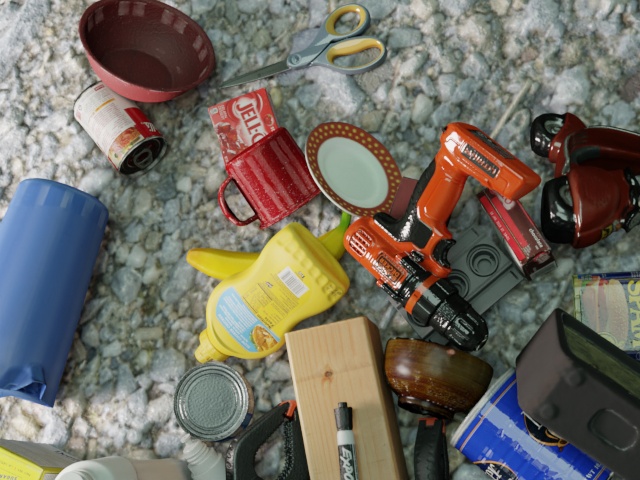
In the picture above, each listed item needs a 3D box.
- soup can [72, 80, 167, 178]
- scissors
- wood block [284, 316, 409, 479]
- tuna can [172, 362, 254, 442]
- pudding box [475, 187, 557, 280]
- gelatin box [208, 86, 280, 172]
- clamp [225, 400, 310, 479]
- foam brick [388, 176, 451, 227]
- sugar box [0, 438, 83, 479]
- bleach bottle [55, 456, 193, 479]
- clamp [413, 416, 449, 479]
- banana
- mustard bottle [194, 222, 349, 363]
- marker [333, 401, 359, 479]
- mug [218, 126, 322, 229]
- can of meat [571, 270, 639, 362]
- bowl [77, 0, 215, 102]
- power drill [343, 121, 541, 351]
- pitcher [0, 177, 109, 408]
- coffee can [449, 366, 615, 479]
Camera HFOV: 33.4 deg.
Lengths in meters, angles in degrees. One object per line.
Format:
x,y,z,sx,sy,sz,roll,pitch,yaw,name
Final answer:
-0.236,-0.132,1.254,0.068,0.068,0.102,-40,72,0,soup can
-0.021,-0.230,1.262,0.202,0.016,0.096,-2,74,11,scissors
0.032,0.193,1.109,0.091,0.090,0.206,-13,74,9,wood block
-0.116,0.178,1.171,0.086,0.033,0.086,-3,76,11,tuna can
0.205,-0.009,1.111,0.039,0.113,0.090,-31,73,6,pudding box
-0.083,-0.125,1.241,0.073,0.030,0.089,-19,74,6,gelatin box
-0.057,0.273,1.121,0.164,0.036,0.210,31,71,-12,clamp
0.109,-0.029,1.154,0.051,0.078,0.053,17,80,16,foam brick
-0.298,0.243,1.117,0.093,0.176,0.048,21,79,16,sugar box
-0.205,0.250,1.057,0.102,0.250,0.068,-18,74,6,bleach bottle
0.115,0.267,1.081,0.039,0.120,0.171,0,55,12,clamp
-0.048,0.017,1.186,0.198,0.037,0.069,-15,106,13,banana
-0.066,0.073,1.157,0.192,0.058,0.096,-40,96,20,mustard bottle
0.027,0.219,1.045,0.020,0.020,0.121,-8,75,9,marker
-0.061,-0.064,1.172,0.117,0.093,0.081,-36,99,-13,mug
0.305,0.081,1.099,0.084,0.057,0.102,-4,76,13,can of meat
-0.208,-0.214,1.251,0.162,0.055,0.162,14,47,-16,bowl
0.132,-0.007,1.055,0.184,0.057,0.188,42,110,19,power drill
-0.333,0.058,1.204,0.149,0.145,0.243,16,76,2,pitcher
0.215,0.209,1.061,0.140,0.102,0.103,39,86,17,coffee can
